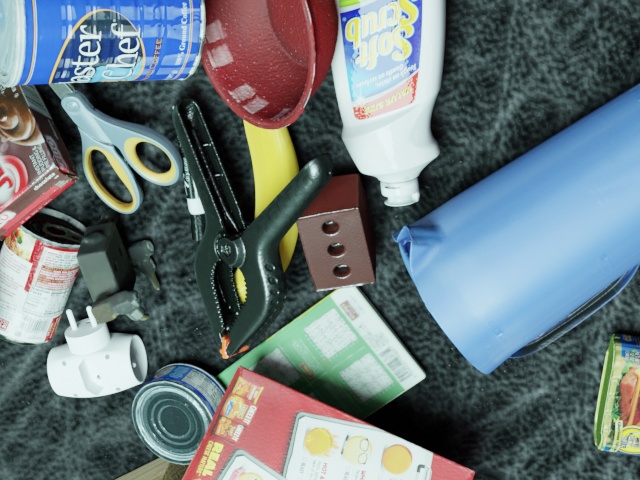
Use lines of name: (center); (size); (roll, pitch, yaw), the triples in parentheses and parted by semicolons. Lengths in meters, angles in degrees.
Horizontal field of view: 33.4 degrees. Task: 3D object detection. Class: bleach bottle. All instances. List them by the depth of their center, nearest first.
bleach bottle: (0.058, -0.151, 0.826); (0.103, 0.068, 0.251); (-5, 108, 11)

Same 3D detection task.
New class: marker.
marker: (-0.106, -0.055, 0.898); (0.020, 0.020, 0.121); (-4, 105, 9)

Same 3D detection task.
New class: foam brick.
foam brick: (0.014, -0.007, 0.866); (0.053, 0.051, 0.078); (-9, 125, 10)

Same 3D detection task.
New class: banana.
banana: (-0.050, -0.025, 0.889); (0.069, 0.037, 0.198); (14, 108, 3)

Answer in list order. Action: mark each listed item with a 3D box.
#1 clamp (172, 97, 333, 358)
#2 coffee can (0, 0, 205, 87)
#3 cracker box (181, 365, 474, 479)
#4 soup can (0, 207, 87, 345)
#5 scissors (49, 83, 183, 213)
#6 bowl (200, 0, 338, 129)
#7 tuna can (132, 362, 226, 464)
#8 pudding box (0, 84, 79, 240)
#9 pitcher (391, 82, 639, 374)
clamp: (-0.056, 0.001, 0.847); (0.165, 0.036, 0.210); (18, 116, 40)
coffee can: (-0.170, -0.169, 0.798); (0.140, 0.103, 0.103); (-7, 109, -28)
cracker box: (-0.005, 0.222, 0.868); (0.214, 0.072, 0.164); (22, 74, 13)
soup can: (-0.245, 0.031, 0.917); (0.068, 0.068, 0.102); (25, 108, 0)
scissors: (-0.178, -0.108, 0.860); (0.096, 0.016, 0.201); (-8, 124, 19)
bowl: (-0.036, -0.169, 0.811); (0.162, 0.055, 0.162); (32, 134, 41)
tuna can: (-0.123, 0.154, 0.942); (0.086, 0.033, 0.086); (8, 113, 20)
pudding box: (-0.258, -0.070, 0.875); (0.090, 0.039, 0.113); (-36, 61, 12)
pitcher: (0.191, -0.009, 0.823); (0.243, 0.149, 0.145); (-35, 84, 12)
